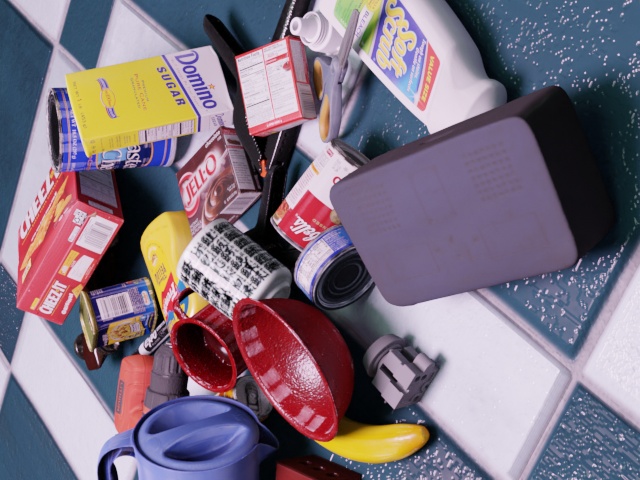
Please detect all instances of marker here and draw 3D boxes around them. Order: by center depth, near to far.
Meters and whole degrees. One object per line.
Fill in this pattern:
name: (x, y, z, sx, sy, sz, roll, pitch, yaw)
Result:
marker: (-0.209, 0.125, 1.351, 0.121, 0.020, 0.020, -43, 58, 40)

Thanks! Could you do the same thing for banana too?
banana: (0.028, 0.182, 1.062, 0.198, 0.037, 0.070, 23, 108, 47)

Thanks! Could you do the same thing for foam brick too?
foam brick: (-0.004, 0.256, 1.087, 0.078, 0.052, 0.051, 10, 97, 48)

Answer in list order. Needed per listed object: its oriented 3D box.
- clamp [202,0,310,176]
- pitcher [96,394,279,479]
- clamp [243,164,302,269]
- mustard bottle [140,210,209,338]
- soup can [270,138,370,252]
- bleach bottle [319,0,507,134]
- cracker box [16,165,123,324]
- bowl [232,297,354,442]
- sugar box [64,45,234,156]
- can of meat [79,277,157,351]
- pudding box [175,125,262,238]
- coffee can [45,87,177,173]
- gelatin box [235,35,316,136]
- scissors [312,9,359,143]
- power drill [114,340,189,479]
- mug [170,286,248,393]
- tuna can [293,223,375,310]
clamp: (-0.070, -0.174, 1.178, 0.165, 0.036, 0.210, 0, 91, 45)
pitcher: (-0.137, 0.298, 1.141, 0.149, 0.144, 0.243, 21, 122, 36)
clamp: (-0.058, 0.001, 1.161, 0.172, 0.039, 0.120, -39, 65, 39)
mustard bottle: (-0.158, 0.067, 1.264, 0.096, 0.058, 0.192, -48, 55, 47)
soup can: (0.008, -0.041, 1.048, 0.102, 0.068, 0.069, -52, 51, 15)
bleach bottle: (0.096, -0.174, 0.971, 0.251, 0.067, 0.103, 53, 129, 32)
cracker box: (-0.329, -0.018, 1.378, 0.164, 0.072, 0.214, -57, 27, 16)
bowl: (-0.017, 0.114, 1.040, 0.162, 0.055, 0.162, 41, 149, 31)
sugar box: (-0.195, -0.162, 1.224, 0.048, 0.176, 0.093, 101, 152, -67)
can of meat: (-0.251, 0.091, 1.327, 0.102, 0.083, 0.057, 119, 134, -63)
pudding box: (-0.119, -0.065, 1.235, 0.114, 0.039, 0.090, -39, 61, 42)
coffee can: (-0.255, -0.137, 1.298, 0.103, 0.140, 0.103, 175, 90, -68)
gelatin box: (-0.046, -0.161, 1.117, 0.073, 0.030, 0.089, -14, 83, 36)
scissors: (0.013, -0.178, 1.038, 0.202, 0.016, 0.096, 100, 160, -53)
power drill: (-0.199, 0.194, 1.265, 0.188, 0.057, 0.184, -155, 72, -70)
mug: (-0.111, 0.097, 1.164, 0.117, 0.081, 0.093, 45, 137, 8)
tuna can: (0.019, 0.027, 1.039, 0.034, 0.085, 0.086, 48, 124, 36)
